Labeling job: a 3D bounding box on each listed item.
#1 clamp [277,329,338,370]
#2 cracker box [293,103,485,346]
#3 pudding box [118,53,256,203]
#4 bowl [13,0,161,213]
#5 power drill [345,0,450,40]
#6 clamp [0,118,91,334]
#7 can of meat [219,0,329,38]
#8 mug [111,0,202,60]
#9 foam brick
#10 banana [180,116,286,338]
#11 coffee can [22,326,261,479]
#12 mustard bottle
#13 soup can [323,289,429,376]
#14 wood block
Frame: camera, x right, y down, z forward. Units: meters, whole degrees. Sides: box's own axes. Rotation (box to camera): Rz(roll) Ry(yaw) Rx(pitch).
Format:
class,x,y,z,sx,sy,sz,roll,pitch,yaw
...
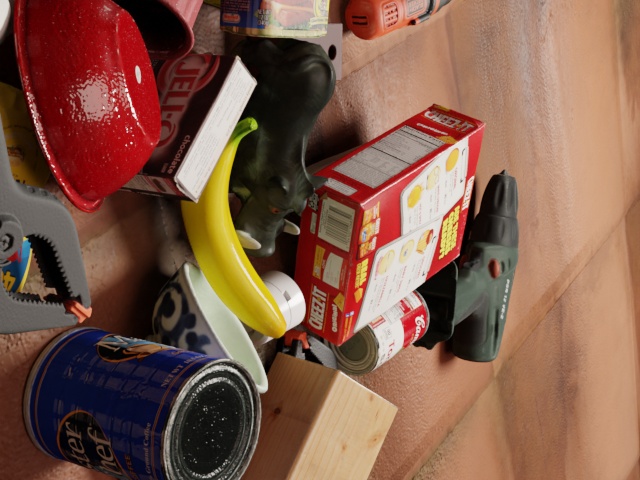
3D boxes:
class,x,y,z,sx,sy,sz,roll,pitch,yaw
clamp,0.000,0.158,1.052,0.120,0.039,0.171,-32,122,-50
cracker box,0.065,-0.020,1.037,0.213,0.072,0.164,-34,141,-43
pudding box,-0.111,-0.087,0.799,0.039,0.090,0.113,46,60,-49
bowl,-0.145,-0.102,0.708,0.162,0.055,0.162,-12,90,-85
power drill,0.083,-0.307,1.060,0.184,0.057,0.187,-36,125,-46
clamp,-0.195,-0.013,0.626,0.164,0.036,0.209,-64,148,-13
can of meat,-0.034,-0.203,0.834,0.101,0.058,0.084,-14,112,-53
mug,-0.122,-0.185,0.776,0.117,0.093,0.081,96,11,-67
foam brick,-0.022,-0.167,0.944,0.078,0.051,0.053,-16,110,-53
banana,-0.073,-0.004,0.848,0.037,0.070,0.198,-56,145,-52
coffee can,-0.129,0.123,0.770,0.102,0.141,0.103,-15,109,-53
mustard bottle,-0.226,-0.005,0.679,0.096,0.058,0.191,22,79,-59
soup can,0.057,0.090,1.094,0.102,0.069,0.068,-26,117,-51
wood block,-0.028,0.216,0.946,0.090,0.091,0.206,36,73,-37
